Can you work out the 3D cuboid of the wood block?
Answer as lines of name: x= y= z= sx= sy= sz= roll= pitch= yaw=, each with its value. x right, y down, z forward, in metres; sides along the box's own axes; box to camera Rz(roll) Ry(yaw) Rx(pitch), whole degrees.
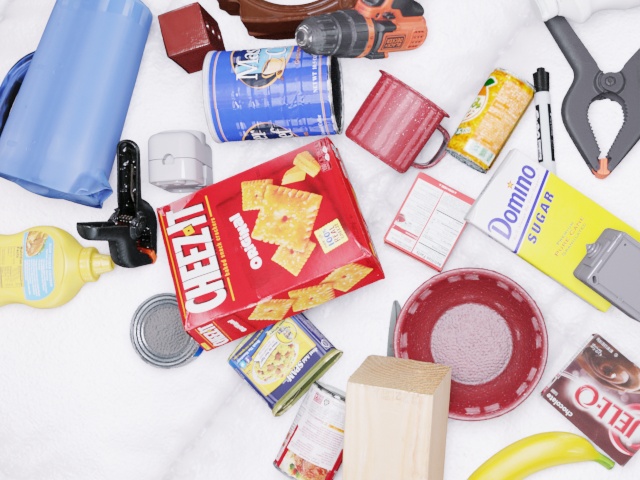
wood block: x=0.075 y=0.232 z=1.091 sx=0.090 sy=0.090 sz=0.206 roll=7 pitch=105 yaw=17

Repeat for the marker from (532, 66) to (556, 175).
marker: x=0.244 y=-0.129 z=1.164 sx=0.020 sy=0.020 sz=0.121 roll=-3 pitch=84 yaw=10

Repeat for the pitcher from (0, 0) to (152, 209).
pitcher: x=-0.285 y=-0.167 z=1.212 sx=0.149 sy=0.145 sz=0.243 roll=19 pitch=84 yaw=-20

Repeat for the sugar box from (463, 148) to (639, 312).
sugar box: x=0.249 y=-0.011 z=1.125 sx=0.176 sy=0.048 sz=0.093 roll=33 pitch=92 yaw=-1

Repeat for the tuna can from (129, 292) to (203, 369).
tuna can: x=-0.170 y=0.102 z=1.209 sx=0.086 sy=0.033 sz=0.086 roll=-1 pitch=85 yaw=10

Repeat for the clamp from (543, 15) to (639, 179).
clamp: x=0.319 y=-0.172 z=1.146 sx=0.164 sy=0.036 sz=0.210 roll=-2 pitch=81 yaw=10

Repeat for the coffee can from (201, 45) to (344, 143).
coffee can: x=-0.050 y=-0.163 z=1.177 sx=0.140 sy=0.102 sz=0.103 roll=-3 pitch=84 yaw=9

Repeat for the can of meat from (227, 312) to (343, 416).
can of meat: x=-0.041 y=0.128 z=1.172 sx=0.102 sy=0.057 sz=0.084 roll=-45 pitch=77 yaw=3

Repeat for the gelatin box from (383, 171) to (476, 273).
gelatin box: x=0.121 y=-0.020 z=1.171 sx=0.073 sy=0.030 sz=0.089 roll=28 pitch=90 yaw=10

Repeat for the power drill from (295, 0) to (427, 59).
power drill: x=0.066 y=-0.273 z=1.093 sx=0.057 sy=0.184 sz=0.188 roll=43 pitch=127 yaw=27

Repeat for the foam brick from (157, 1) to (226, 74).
foam brick: x=-0.144 y=-0.229 z=1.213 sx=0.051 sy=0.078 sz=0.053 roll=-17 pitch=82 yaw=9

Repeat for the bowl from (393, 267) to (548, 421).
bowl: x=0.160 y=0.110 z=1.138 sx=0.162 sy=0.055 sz=0.162 roll=-1 pitch=85 yaw=10

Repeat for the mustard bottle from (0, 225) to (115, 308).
mustard bottle: x=-0.331 y=0.031 z=1.231 sx=0.192 sy=0.058 sz=0.096 roll=-4 pitch=83 yaw=10

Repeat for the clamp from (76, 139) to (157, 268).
clamp: x=-0.209 y=-0.030 z=1.166 sx=0.039 sy=0.171 sz=0.120 roll=21 pitch=74 yaw=15

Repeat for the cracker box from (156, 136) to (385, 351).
cracker box: x=-0.058 y=0.001 z=1.153 sx=0.214 sy=0.072 sz=0.164 roll=-22 pitch=59 yaw=7

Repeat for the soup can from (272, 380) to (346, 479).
soup can: x=0.000 y=0.211 z=1.151 sx=0.068 sy=0.068 sz=0.102 roll=26 pitch=89 yaw=11

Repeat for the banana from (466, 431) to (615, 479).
banana: x=0.208 y=0.251 z=1.126 sx=0.198 sy=0.037 sz=0.069 roll=-27 pitch=80 yaw=7

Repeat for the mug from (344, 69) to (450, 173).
mug: x=0.089 y=-0.121 z=1.164 sx=0.117 sy=0.093 sz=0.081 roll=31 pitch=97 yaw=-25

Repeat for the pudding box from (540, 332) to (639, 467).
pudding box: x=0.301 y=0.166 z=1.116 sx=0.113 sy=0.039 sz=0.090 roll=41 pitch=93 yaw=11
